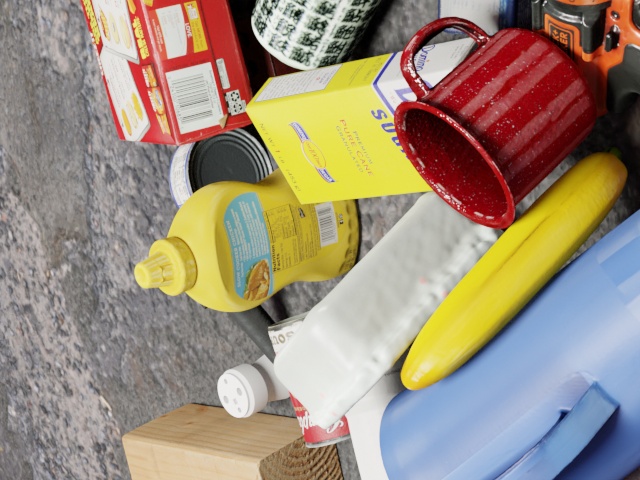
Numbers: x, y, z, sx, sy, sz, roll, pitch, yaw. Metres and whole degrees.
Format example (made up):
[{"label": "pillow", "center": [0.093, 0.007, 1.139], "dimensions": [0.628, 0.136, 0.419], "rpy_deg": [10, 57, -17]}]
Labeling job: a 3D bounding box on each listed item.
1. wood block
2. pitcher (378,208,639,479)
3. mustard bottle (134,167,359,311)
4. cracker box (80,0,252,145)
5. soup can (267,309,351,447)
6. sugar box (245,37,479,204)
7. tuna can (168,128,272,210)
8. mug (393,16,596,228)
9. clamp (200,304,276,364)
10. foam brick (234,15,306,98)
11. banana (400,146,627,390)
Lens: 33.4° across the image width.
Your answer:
[{"label": "wood block", "center": [-0.082, 0.215, 0.983], "dimensions": [0.207, 0.090, 0.091], "rpy_deg": [-2, 104, 47]}, {"label": "pitcher", "center": [0.150, 0.093, 0.640], "dimensions": [0.243, 0.144, 0.149], "rpy_deg": [-49, 39, 37]}, {"label": "mustard bottle", "center": [-0.056, 0.001, 0.797], "dimensions": [0.058, 0.191, 0.096], "rpy_deg": [6, 109, 46]}, {"label": "cracker box", "center": [-0.130, -0.164, 0.850], "dimensions": [0.214, 0.072, 0.164], "rpy_deg": [-164, 58, -68]}, {"label": "soup can", "center": [0.004, 0.108, 0.868], "dimensions": [0.069, 0.068, 0.102], "rpy_deg": [-19, 89, 48]}, {"label": "sugar box", "center": [0.042, -0.077, 0.731], "dimensions": [0.177, 0.048, 0.093], "rpy_deg": [-3, 130, 41]}, {"label": "tuna can", "center": [-0.083, -0.051, 0.886], "dimensions": [0.034, 0.085, 0.086], "rpy_deg": [-13, 95, 50]}, {"label": "mug", "center": [0.095, -0.076, 0.613], "dimensions": [0.117, 0.081, 0.093], "rpy_deg": [49, 165, -5]}, {"label": "clamp", "center": [-0.090, 0.035, 0.916], "dimensions": [0.120, 0.039, 0.171], "rpy_deg": [23, 153, 39]}, {"label": "foam brick", "center": [-0.036, -0.137, 0.830], "dimensions": [0.053, 0.051, 0.078], "rpy_deg": [-10, 97, 48]}, {"label": "banana", "center": [0.119, 0.015, 0.627], "dimensions": [0.037, 0.198, 0.069], "rpy_deg": [43, 177, 18]}]
